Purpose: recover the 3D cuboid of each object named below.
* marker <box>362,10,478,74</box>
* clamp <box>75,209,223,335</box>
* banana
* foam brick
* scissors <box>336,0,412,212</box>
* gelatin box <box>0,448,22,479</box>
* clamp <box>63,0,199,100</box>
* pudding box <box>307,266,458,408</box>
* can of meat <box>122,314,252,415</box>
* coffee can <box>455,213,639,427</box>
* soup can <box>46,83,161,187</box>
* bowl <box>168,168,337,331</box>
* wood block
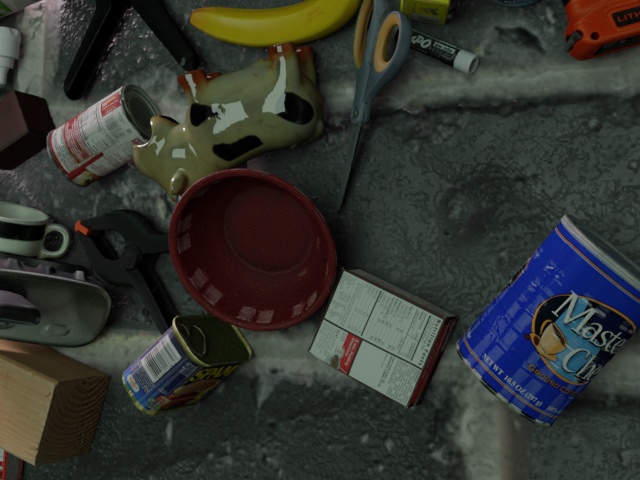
[{"bbox_3d":[0.087,-0.181,0.969,0.121,0.020,0.020,29,99,24],"label":"marker"},{"bbox_3d":[-0.181,0.028,1.077,0.172,0.039,0.120,17,90,31],"label":"clamp"},{"bbox_3d":[-0.031,-0.216,1.008,0.198,0.037,0.069,-13,119,32],"label":"banana"},{"bbox_3d":[-0.333,-0.117,1.150,0.078,0.052,0.051,-29,75,20],"label":"foam brick"},{"bbox_3d":[0.046,-0.120,0.953,0.096,0.016,0.202,16,102,63],"label":"scissors"},{"bbox_3d":[-0.359,0.259,1.154,0.073,0.030,0.089,1,87,27],"label":"gelatin box"},{"bbox_3d":[-0.191,-0.252,1.097,0.165,0.036,0.210,0,85,27],"label":"clamp"},{"bbox_3d":[0.055,0.086,0.960,0.114,0.039,0.090,26,98,23],"label":"pudding box"},{"bbox_3d":[-0.127,0.118,1.011,0.084,0.102,0.057,-42,71,20],"label":"can of meat"},{"bbox_3d":[0.192,0.064,0.859,0.103,0.102,0.140,44,105,21],"label":"coffee can"},{"bbox_3d":[-0.218,-0.107,1.085,0.102,0.068,0.068,-28,76,21],"label":"soup can"},{"bbox_3d":[-0.056,0.001,0.989,0.162,0.055,0.162,7,115,14],"label":"bowl"},{"bbox_3d":[-0.336,0.150,1.116,0.206,0.090,0.091,20,96,25],"label":"wood block"}]
